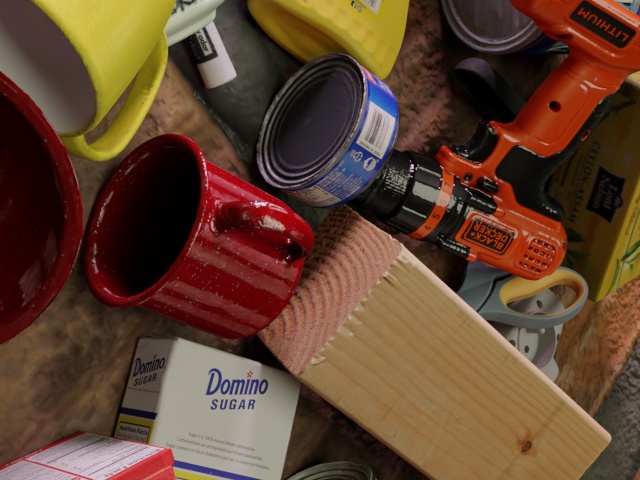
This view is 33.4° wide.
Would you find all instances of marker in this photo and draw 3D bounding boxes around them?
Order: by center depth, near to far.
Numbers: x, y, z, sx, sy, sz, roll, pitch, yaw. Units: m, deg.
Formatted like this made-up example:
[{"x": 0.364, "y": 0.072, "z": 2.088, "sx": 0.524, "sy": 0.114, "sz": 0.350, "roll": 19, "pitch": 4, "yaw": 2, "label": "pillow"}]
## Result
[{"x": -0.078, "y": -0.143, "z": 0.589, "sx": 0.020, "sy": 0.020, "sz": 0.121, "roll": -36, "pitch": 112, "yaw": -35, "label": "marker"}]

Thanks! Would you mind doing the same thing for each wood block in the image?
[{"x": 0.066, "y": 0.082, "z": 0.635, "sx": 0.206, "sy": 0.090, "sz": 0.091, "roll": 41, "pitch": 89, "yaw": -29, "label": "wood block"}]

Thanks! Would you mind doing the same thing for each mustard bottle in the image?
[{"x": 0.030, "y": -0.198, "z": 0.657, "sx": 0.096, "sy": 0.058, "sz": 0.191, "roll": 31, "pitch": 69, "yaw": -28, "label": "mustard bottle"}]

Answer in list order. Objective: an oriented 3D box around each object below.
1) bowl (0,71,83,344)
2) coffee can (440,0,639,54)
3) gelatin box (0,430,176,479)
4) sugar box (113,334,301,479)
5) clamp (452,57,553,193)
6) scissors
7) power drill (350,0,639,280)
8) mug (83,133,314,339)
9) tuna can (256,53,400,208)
[{"x": -0.179, "y": -0.026, "z": 0.444, "sx": 0.162, "sy": 0.162, "sz": 0.055, "roll": 46, "pitch": 17, "yaw": -30, "label": "bowl"}, {"x": 0.167, "y": -0.181, "z": 0.746, "sx": 0.140, "sy": 0.103, "sz": 0.103, "roll": -8, "pitch": 94, "yaw": -41, "label": "coffee can"}, {"x": -0.118, "y": 0.121, "z": 0.504, "sx": 0.073, "sy": 0.089, "sz": 0.030, "roll": -22, "pitch": 103, "yaw": -39, "label": "gelatin box"}, {"x": -0.073, "y": 0.147, "z": 0.573, "sx": 0.093, "sy": 0.048, "sz": 0.176, "roll": 24, "pitch": 70, "yaw": -38, "label": "sugar box"}, {"x": 0.145, "y": -0.060, "z": 0.770, "sx": 0.171, "sy": 0.039, "sz": 0.120, "roll": 4, "pitch": 103, "yaw": -42, "label": "clamp"}, {"x": 0.085, "y": 0.033, "z": 0.722, "sx": 0.201, "sy": 0.016, "sz": 0.096, "roll": -6, "pitch": 52, "yaw": -18, "label": "scissors"}, {"x": 0.109, "y": -0.078, "z": 0.663, "sx": 0.184, "sy": 0.057, "sz": 0.188, "roll": 22, "pitch": 110, "yaw": -24, "label": "power drill"}, {"x": -0.054, "y": 0.001, "z": 0.548, "sx": 0.081, "sy": 0.117, "sz": 0.093, "roll": 27, "pitch": 60, "yaw": -42, "label": "mug"}, {"x": 0.004, "y": -0.062, "z": 0.615, "sx": 0.033, "sy": 0.086, "sz": 0.086, "roll": 29, "pitch": 71, "yaw": -38, "label": "tuna can"}]
